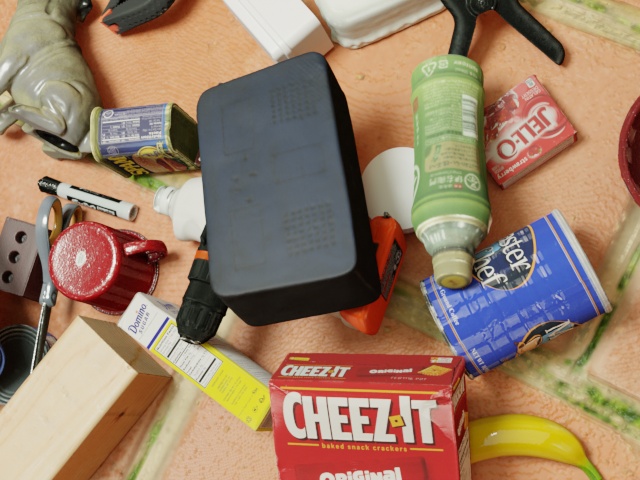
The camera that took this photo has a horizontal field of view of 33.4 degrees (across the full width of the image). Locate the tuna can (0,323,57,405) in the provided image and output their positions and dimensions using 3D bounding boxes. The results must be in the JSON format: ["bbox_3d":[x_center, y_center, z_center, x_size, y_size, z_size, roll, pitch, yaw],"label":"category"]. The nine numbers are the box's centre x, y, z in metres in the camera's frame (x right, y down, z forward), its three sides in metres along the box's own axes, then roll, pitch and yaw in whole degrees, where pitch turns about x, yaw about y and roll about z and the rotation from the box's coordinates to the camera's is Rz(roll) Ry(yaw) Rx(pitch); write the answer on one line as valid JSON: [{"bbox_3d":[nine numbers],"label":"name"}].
[{"bbox_3d":[-0.314,0.132,1.124,0.086,0.033,0.086,-3,79,16],"label":"tuna can"}]

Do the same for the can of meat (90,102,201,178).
[{"bbox_3d":[-0.175,-0.103,1.093,0.084,0.102,0.057,-4,78,13],"label":"can of meat"}]

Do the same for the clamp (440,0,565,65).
[{"bbox_3d":[0.148,-0.221,1.021,0.120,0.039,0.171,-26,104,10],"label":"clamp"}]

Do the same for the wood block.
[{"bbox_3d":[-0.258,0.186,1.068,0.090,0.090,0.206,40,92,18],"label":"wood block"}]

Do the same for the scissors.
[{"bbox_3d":[-0.281,0.042,1.085,0.016,0.096,0.201,4,61,12],"label":"scissors"}]

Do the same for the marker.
[{"bbox_3d":[-0.252,-0.046,1.147,0.121,0.020,0.020,18,85,19],"label":"marker"}]

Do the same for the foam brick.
[{"bbox_3d":[-0.312,0.021,1.135,0.053,0.051,0.078,15,85,19],"label":"foam brick"}]

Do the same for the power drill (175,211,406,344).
[{"bbox_3d":[-0.028,0.026,0.972,0.188,0.057,0.184,15,75,22],"label":"power drill"}]

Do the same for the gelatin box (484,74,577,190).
[{"bbox_3d":[0.189,-0.104,1.022,0.089,0.030,0.073,-34,73,8],"label":"gelatin box"}]

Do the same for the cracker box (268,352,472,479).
[{"bbox_3d":[0.048,0.211,0.942,0.164,0.072,0.214,-1,107,16],"label":"cracker box"}]

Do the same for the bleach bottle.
[{"bbox_3d":[-0.057,0.001,1.059,0.251,0.068,0.102,18,81,21],"label":"bleach bottle"}]

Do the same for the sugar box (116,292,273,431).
[{"bbox_3d":[-0.105,0.119,1.035,0.176,0.093,0.048,31,89,20],"label":"sugar box"}]

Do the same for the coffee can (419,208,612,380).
[{"bbox_3d":[0.175,0.049,0.960,0.140,0.102,0.103,-28,73,10],"label":"coffee can"}]

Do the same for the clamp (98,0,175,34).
[{"bbox_3d":[-0.151,-0.293,1.130,0.210,0.036,0.165,-45,43,10],"label":"clamp"}]

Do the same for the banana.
[{"bbox_3d":[0.152,0.196,0.974,0.198,0.037,0.069,-8,77,15],"label":"banana"}]

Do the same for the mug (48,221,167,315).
[{"bbox_3d":[-0.213,0.023,1.090,0.117,0.081,0.093,-15,76,13],"label":"mug"}]
